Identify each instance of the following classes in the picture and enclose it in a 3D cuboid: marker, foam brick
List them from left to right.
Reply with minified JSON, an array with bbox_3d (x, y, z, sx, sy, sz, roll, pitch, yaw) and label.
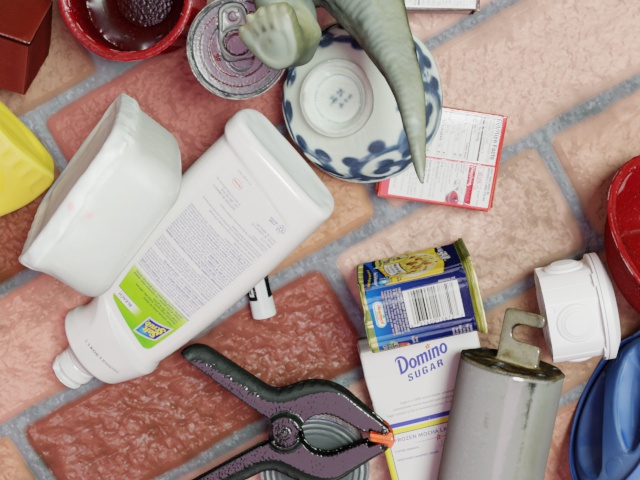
[{"bbox_3d":[-0.236,-0.148,0.761,0.078,0.053,0.051,17,138,-3],"label":"foam brick"},{"bbox_3d":[-0.055,0.001,0.819,0.020,0.020,0.121,-11,102,2],"label":"marker"}]

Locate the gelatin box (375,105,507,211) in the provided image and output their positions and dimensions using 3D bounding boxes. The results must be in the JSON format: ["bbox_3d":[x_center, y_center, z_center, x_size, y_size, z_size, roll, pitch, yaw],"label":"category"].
[{"bbox_3d":[0.090,-0.064,0.800,0.089,0.030,0.073,8,100,-1],"label":"gelatin box"}]

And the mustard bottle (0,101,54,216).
[{"bbox_3d":[-0.298,-0.026,0.790,0.192,0.058,0.096,-37,123,8],"label":"mustard bottle"}]

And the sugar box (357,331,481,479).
[{"bbox_3d":[0.093,0.153,0.839,0.093,0.048,0.176,-13,98,1],"label":"sugar box"}]

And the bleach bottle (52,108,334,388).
[{"bbox_3d":[-0.112,0.021,0.791,0.251,0.068,0.102,-40,94,18],"label":"bleach bottle"}]

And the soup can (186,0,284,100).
[{"bbox_3d":[-0.054,-0.136,0.748,0.068,0.102,0.068,0,102,0],"label":"soup can"}]

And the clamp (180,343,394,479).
[{"bbox_3d":[-0.031,0.133,0.805,0.171,0.039,0.120,-6,97,2],"label":"clamp"}]

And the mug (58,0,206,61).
[{"bbox_3d":[-0.121,-0.182,0.745,0.093,0.081,0.117,24,100,2],"label":"mug"}]

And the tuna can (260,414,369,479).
[{"bbox_3d":[-0.004,0.177,0.849,0.086,0.034,0.086,0,102,0],"label":"tuna can"}]

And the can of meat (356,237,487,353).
[{"bbox_3d":[0.073,0.041,0.787,0.084,0.102,0.057,-12,101,4],"label":"can of meat"}]
